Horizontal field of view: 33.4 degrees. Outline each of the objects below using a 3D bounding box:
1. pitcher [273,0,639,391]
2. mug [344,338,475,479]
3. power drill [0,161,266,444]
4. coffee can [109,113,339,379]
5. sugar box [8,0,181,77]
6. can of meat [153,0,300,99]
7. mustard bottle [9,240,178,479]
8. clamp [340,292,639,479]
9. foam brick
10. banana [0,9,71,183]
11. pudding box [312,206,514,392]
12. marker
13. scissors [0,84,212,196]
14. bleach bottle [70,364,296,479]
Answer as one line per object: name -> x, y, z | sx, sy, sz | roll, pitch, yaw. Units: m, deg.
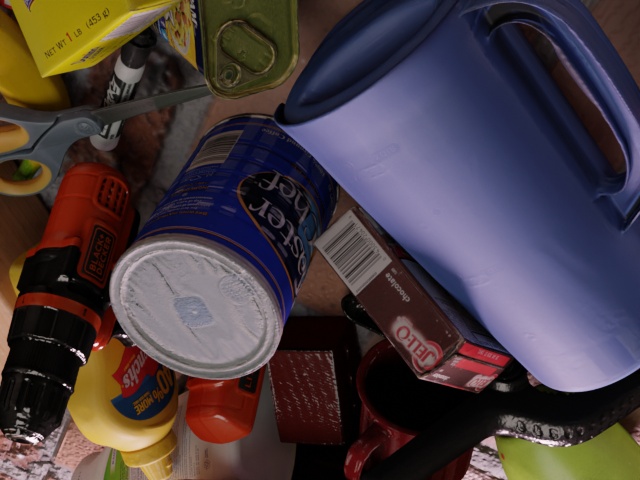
pitcher -> 0.105, -0.031, 0.587 | 0.145, 0.149, 0.242 | -42, 112, 4
mug -> 0.061, 0.130, 0.735 | 0.093, 0.117, 0.081 | 33, 140, 29
power drill -> -0.115, 0.066, 0.692 | 0.057, 0.184, 0.187 | -11, 145, 36
coffee can -> -0.054, 0.001, 0.655 | 0.103, 0.140, 0.103 | 9, 128, 12
sugar box -> -0.144, -0.185, 0.557 | 0.094, 0.048, 0.176 | -22, 95, 43
can of meat -> -0.057, -0.141, 0.579 | 0.084, 0.057, 0.102 | 44, 146, 45
mustard bottle -> -0.146, 0.085, 0.753 | 0.058, 0.096, 0.191 | -12, 107, 24
clamp -> 0.112, 0.099, 0.678 | 0.210, 0.164, 0.036 | 1, 136, 6
foam brick -> -0.003, 0.100, 0.759 | 0.051, 0.053, 0.078 | -1, 112, 19
banana -> -0.206, -0.106, 0.664 | 0.069, 0.037, 0.197 | -32, 138, -4
pudding box -> 0.057, 0.037, 0.643 | 0.039, 0.089, 0.113 | -43, 61, 12
marker -> -0.124, -0.094, 0.664 | 0.020, 0.020, 0.121 | 30, 146, -5
scissors -> -0.149, -0.063, 0.679 | 0.202, 0.016, 0.096 | -2, 147, 7
bleach bottle -> -0.127, 0.176, 0.850 | 0.068, 0.102, 0.251 | 27, 142, -37
